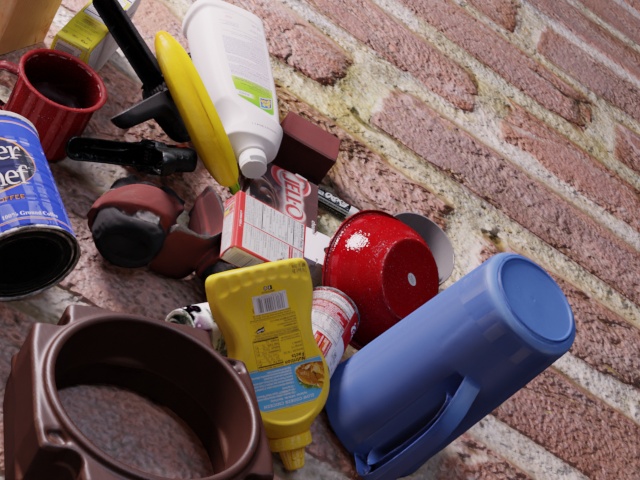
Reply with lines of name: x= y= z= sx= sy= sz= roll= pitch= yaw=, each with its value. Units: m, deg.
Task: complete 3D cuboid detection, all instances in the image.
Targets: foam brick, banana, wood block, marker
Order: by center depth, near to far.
wood block: x=-0.321 y=-0.312 z=1.150 sx=0.090 sy=0.206 sz=0.090 roll=42 pitch=35 yaw=6
banana: x=-0.134 y=-0.136 z=1.152 sx=0.037 sy=0.070 sz=0.198 roll=-25 pitch=97 yaw=-15
marker: x=0.017 y=-0.044 z=1.305 sx=0.121 sy=0.020 sz=0.020 roll=29 pitch=36 yaw=-12
foam brick: x=-0.022 y=-0.112 z=1.318 sx=0.078 sy=0.053 sz=0.051 roll=29 pitch=36 yaw=-13

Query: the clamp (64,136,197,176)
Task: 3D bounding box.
clamp: x=-0.190 y=-0.090 z=1.127 sx=0.120 sy=0.039 sz=0.171 roll=16 pitch=5 yaw=7

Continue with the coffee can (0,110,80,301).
coffee can: x=-0.285 y=-0.032 z=0.957 sx=0.102 sy=0.103 sz=0.140 roll=1 pitch=49 yaw=-40

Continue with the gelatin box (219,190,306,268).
gelatin box: x=-0.057 y=0.001 z=1.078 sx=0.089 sy=0.030 sz=0.073 roll=28 pitch=44 yaw=-29

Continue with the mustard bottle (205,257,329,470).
mustard bottle: x=-0.042 y=0.117 z=0.988 sx=0.096 sy=0.058 sz=0.191 roll=-12 pitch=90 yaw=-22

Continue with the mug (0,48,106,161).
mug: x=-0.289 y=-0.141 z=1.094 sx=0.117 sy=0.082 sz=0.093 roll=25 pitch=37 yaw=-18

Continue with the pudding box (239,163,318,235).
pudding box: x=-0.049 y=-0.038 z=1.223 sx=0.090 sy=0.039 sz=0.113 roll=25 pitch=37 yaw=-18

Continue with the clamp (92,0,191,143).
clamp: x=-0.178 y=-0.157 z=1.173 sx=0.209 sy=0.036 sz=0.164 roll=42 pitch=33 yaw=-55

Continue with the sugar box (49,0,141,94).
sugar box: x=-0.261 y=-0.224 z=1.203 sx=0.048 sy=0.093 sz=0.176 roll=29 pitch=35 yaw=-9

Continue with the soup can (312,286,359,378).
soup can: x=-0.007 y=0.101 z=1.078 sx=0.068 sy=0.069 sz=0.102 roll=36 pitch=36 yaw=-2

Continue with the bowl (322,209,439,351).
bowl: x=0.078 y=0.044 z=1.157 sx=0.161 sy=0.055 sz=0.162 roll=5 pitch=82 yaw=-42

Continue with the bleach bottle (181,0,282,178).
bleach bottle: x=-0.101 y=-0.175 z=1.253 sx=0.102 sy=0.068 sz=0.251 roll=15 pitch=44 yaw=-29

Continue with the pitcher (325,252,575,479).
pitcher: x=0.121 y=0.124 z=1.012 sx=0.144 sy=0.243 sz=0.149 roll=1 pitch=56 yaw=-42
